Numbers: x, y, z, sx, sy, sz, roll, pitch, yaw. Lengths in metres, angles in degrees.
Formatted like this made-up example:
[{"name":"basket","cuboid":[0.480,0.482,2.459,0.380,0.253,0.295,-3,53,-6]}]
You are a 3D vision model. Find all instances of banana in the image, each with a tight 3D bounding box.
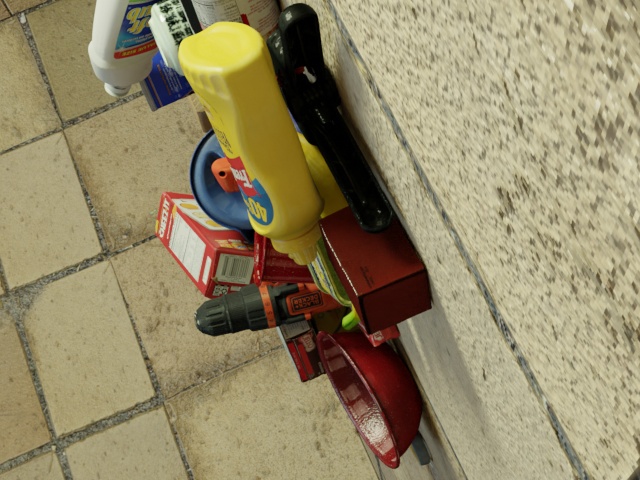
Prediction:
[{"name":"banana","cuboid":[0.015,-0.007,0.865,0.037,0.070,0.198,-55,-50,-54]}]

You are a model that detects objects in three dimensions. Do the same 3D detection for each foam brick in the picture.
[{"name":"foam brick","cuboid":[0.039,0.016,0.763,0.051,0.053,0.078,72,174,-53]}]

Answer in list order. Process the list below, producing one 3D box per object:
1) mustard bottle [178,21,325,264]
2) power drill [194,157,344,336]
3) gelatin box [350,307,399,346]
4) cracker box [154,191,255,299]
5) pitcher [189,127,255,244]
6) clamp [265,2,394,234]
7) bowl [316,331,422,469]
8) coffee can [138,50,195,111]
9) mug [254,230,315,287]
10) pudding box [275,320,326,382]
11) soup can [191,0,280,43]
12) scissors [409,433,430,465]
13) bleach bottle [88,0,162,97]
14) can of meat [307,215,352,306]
[{"name":"mustard bottle","cuboid":[-0.041,-0.061,0.786,0.096,0.058,0.191,41,158,55]},{"name":"power drill","cuboid":[-0.057,0.001,1.117,0.057,0.184,0.187,-126,23,-70]},{"name":"gelatin box","cuboid":[0.044,0.060,1.066,0.089,0.030,0.073,-135,22,-79]},{"name":"cracker box","cuboid":[-0.100,0.011,1.349,0.214,0.164,0.072,41,120,57]},{"name":"pitcher","cuboid":[-0.093,-0.103,1.322,0.145,0.149,0.243,35,-176,-9]},{"name":"clamp","cuboid":[-0.009,-0.113,0.770,0.210,0.036,0.164,-120,8,-60]},{"name":"bowl","cuboid":[0.059,0.154,1.113,0.162,0.055,0.162,56,164,24]},{"name":"coffee can","cuboid":[-0.158,-0.229,1.284,0.103,0.140,0.103,157,89,-86]},{"name":"mug","cuboid":[-0.019,-0.011,1.041,0.093,0.081,0.117,-157,70,-80]},{"name":"pudding box","cuboid":[-0.032,0.092,1.213,0.090,0.039,0.113,74,171,-50]},{"name":"soup can","cuboid":[-0.072,-0.199,0.878,0.068,0.068,0.102,-118,7,-46]},{"name":"scissors","cuboid":[0.096,0.211,1.323,0.202,0.016,0.096,-126,15,-71]},{"name":"bleach bottle","cuboid":[-0.188,-0.249,1.134,0.068,0.102,0.251,59,146,24]},{"name":"can of meat","cuboid":[0.016,0.005,0.959,0.084,0.057,0.102,-144,30,-77]}]
